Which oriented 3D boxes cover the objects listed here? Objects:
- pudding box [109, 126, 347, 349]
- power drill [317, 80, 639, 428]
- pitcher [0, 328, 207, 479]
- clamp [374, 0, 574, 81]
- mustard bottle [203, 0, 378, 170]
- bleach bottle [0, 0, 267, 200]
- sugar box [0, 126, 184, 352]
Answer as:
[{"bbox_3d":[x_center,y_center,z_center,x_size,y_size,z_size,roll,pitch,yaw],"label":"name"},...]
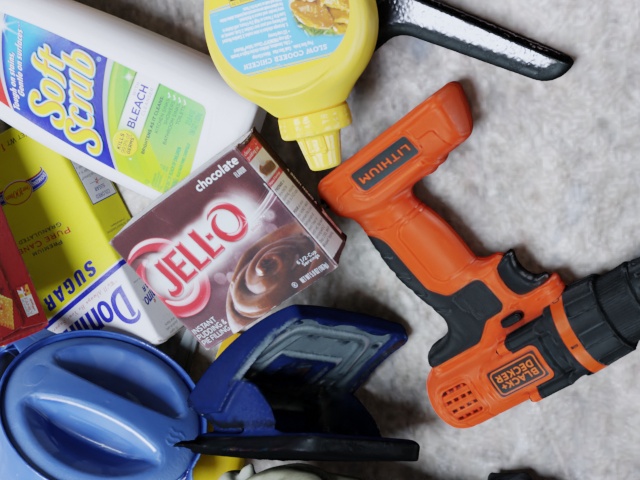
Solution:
[{"bbox_3d":[-0.054,0.001,0.626,0.114,0.039,0.090,-34,105,28],"label":"pudding box"},{"bbox_3d":[0.102,0.004,0.622,0.185,0.057,0.187,-35,92,28],"label":"power drill"},{"bbox_3d":[-0.181,0.179,0.740,0.144,0.149,0.243,13,129,-17],"label":"pitcher"},{"bbox_3d":[0.035,-0.143,0.612,0.210,0.036,0.164,-19,99,23],"label":"clamp"},{"bbox_3d":[-0.020,-0.132,0.582,0.096,0.058,0.191,-10,101,20],"label":"mustard bottle"},{"bbox_3d":[-0.162,-0.098,0.666,0.251,0.068,0.103,22,114,2],"label":"bleach bottle"},{"bbox_3d":[-0.176,0.004,0.745,0.093,0.048,0.176,-23,96,27],"label":"sugar box"}]
